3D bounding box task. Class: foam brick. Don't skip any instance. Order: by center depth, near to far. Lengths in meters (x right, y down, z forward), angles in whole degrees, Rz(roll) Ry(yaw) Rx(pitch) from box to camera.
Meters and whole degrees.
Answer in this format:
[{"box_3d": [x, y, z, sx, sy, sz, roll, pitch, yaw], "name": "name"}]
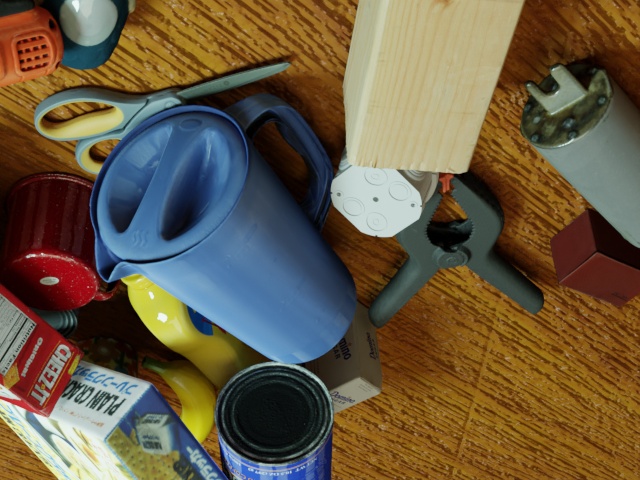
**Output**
[{"box_3d": [0.253, 0.016, 0.954, 0.078, 0.051, 0.053, 20, 136, -26], "name": "foam brick"}]

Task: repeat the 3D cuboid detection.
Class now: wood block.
[{"box_3d": [0.075, -0.148, 0.711, 0.090, 0.090, 0.206, 4, 140, -7], "name": "wood block"}]

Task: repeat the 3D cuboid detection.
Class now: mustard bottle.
[{"box_3d": [-0.116, 0.058, 0.945, 0.058, 0.096, 0.191, -22, 137, 21], "name": "mustard bottle"}]

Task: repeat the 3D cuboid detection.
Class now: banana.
[{"box_3d": [-0.144, 0.178, 1.141, 0.070, 0.037, 0.198, 12, 140, 10], "name": "banana"}]

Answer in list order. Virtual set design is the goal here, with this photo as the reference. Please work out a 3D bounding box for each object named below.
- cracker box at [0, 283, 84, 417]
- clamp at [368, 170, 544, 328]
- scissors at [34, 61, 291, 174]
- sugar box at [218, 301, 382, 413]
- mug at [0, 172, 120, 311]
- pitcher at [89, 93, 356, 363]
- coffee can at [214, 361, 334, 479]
[{"box_3d": [-0.314, 0.047, 0.848, 0.164, 0.072, 0.213, 11, 153, 35], "name": "cracker box"}, {"box_3d": [0.125, 0.007, 0.944, 0.164, 0.036, 0.210, -2, 138, 0], "name": "clamp"}, {"box_3d": [-0.117, -0.093, 0.824, 0.202, 0.016, 0.096, -6, 142, 3], "name": "scissors"}, {"box_3d": [-0.023, 0.135, 1.047, 0.176, 0.093, 0.048, -26, 137, 26], "name": "sugar box"}, {"box_3d": [-0.213, 0.011, 0.891, 0.093, 0.081, 0.117, -26, 135, 25], "name": "mug"}, {"box_3d": [-0.056, 0.001, 0.855, 0.149, 0.145, 0.242, -11, 149, 22], "name": "pitcher"}, {"box_3d": [-0.040, 0.189, 0.957, 0.103, 0.103, 0.140, -2, 140, -2], "name": "coffee can"}]
